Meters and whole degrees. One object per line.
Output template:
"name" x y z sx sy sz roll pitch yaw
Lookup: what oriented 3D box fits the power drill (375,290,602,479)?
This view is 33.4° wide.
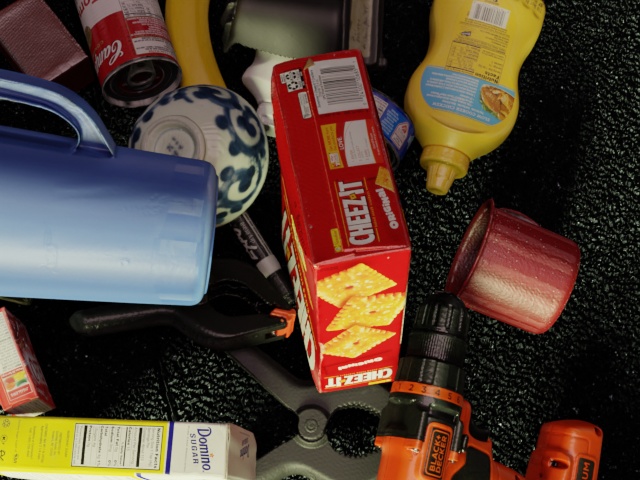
"power drill" 0.126 0.148 0.797 0.187 0.057 0.184 23 74 -28

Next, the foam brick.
"foam brick" -0.235 -0.159 0.900 0.051 0.053 0.078 -37 82 -12

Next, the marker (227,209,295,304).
"marker" -0.056 0.001 0.886 0.020 0.020 0.121 -31 80 -11

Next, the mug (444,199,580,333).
"mug" 0.157 0.017 0.867 0.081 0.093 0.117 22 39 -3

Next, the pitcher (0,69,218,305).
"pitcher" -0.197 -0.027 0.767 0.242 0.149 0.145 6 71 -8

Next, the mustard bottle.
"mustard bottle" 0.124 -0.129 0.910 0.096 0.058 0.191 17 75 0

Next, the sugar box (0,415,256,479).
"sugar box" -0.141 0.155 0.784 0.176 0.093 0.048 -2 74 8

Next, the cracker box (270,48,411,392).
"cracker box" 0.011 -0.006 0.775 0.072 0.214 0.164 -9 61 -5

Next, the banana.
"banana" -0.100 -0.180 0.921 0.069 0.037 0.198 1 75 -2

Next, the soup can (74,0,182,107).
"soup can" -0.162 -0.172 0.893 0.068 0.068 0.102 -17 69 -8

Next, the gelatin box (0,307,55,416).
"gelatin box" -0.232 0.096 0.814 0.030 0.089 0.073 -22 78 -10

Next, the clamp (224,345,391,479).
"clamp" -0.013 0.157 0.838 0.210 0.036 0.164 11 76 3

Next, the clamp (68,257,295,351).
"clamp" -0.108 0.049 0.838 0.171 0.039 0.120 23 64 12
